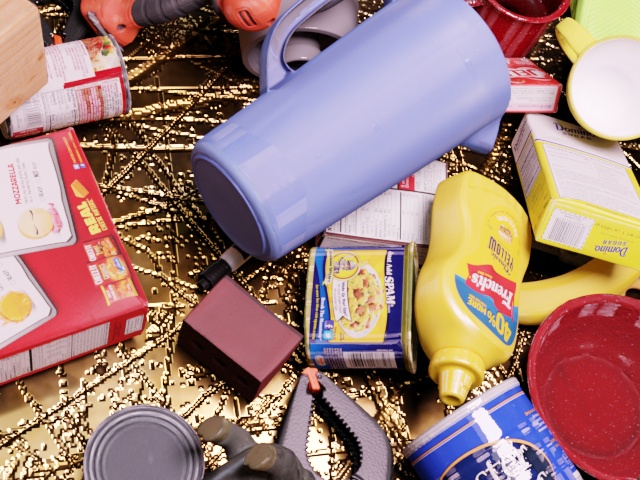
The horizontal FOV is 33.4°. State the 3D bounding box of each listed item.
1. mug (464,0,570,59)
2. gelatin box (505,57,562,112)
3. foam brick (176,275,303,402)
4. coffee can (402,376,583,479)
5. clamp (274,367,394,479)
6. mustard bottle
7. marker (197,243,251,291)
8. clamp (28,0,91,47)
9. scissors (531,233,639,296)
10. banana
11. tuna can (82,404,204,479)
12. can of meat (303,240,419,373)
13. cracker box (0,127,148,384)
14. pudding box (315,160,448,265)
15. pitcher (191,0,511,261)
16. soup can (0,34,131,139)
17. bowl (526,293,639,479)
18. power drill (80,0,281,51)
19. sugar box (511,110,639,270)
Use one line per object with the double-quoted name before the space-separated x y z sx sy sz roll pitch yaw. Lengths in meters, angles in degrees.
"mug" 0.166 -0.217 1.005 0.117 0.082 0.093 -17 70 -22
"gelatin box" 0.165 -0.143 0.977 0.089 0.030 0.073 -3 28 -15
"foam brick" -0.063 0.076 0.818 0.078 0.053 0.051 37 61 7
"coffee can" 0.141 0.187 0.787 0.102 0.103 0.140 -26 73 -24
"clamp" 0.010 0.198 0.785 0.164 0.036 0.210 -17 69 -21
"mustard bottle" 0.116 0.043 0.828 0.096 0.058 0.191 43 46 -29
"marker" -0.056 0.001 0.876 0.020 0.020 0.121 43 62 8
"clamp" -0.246 -0.232 0.931 0.120 0.039 0.171 3 64 -12
"scissors" 0.228 0.029 0.937 0.201 0.016 0.096 3 65 -12
"banana" 0.218 0.029 0.907 0.197 0.037 0.069 -17 78 -10
"tuna can" -0.128 0.164 0.769 0.086 0.034 0.086 6 63 -12
"can of meat" 0.033 0.052 0.839 0.084 0.057 0.102 -1 62 10
"cracker box" -0.256 0.025 0.784 0.213 0.072 0.164 -19 69 -21
"pudding box" 0.053 -0.029 0.909 0.113 0.039 0.090 7 63 -8
"pitcher" 0.016 -0.099 0.840 0.242 0.145 0.149 -35 56 -21
"soup can" -0.214 -0.125 0.870 0.102 0.069 0.068 -16 69 -20
"bowl" 0.234 0.127 0.867 0.162 0.055 0.162 6 63 -12
"power drill" -0.104 -0.242 0.903 0.188 0.057 0.184 -9 54 28
"sugar box" 0.221 -0.047 0.911 0.093 0.048 0.176 17 27 -6
